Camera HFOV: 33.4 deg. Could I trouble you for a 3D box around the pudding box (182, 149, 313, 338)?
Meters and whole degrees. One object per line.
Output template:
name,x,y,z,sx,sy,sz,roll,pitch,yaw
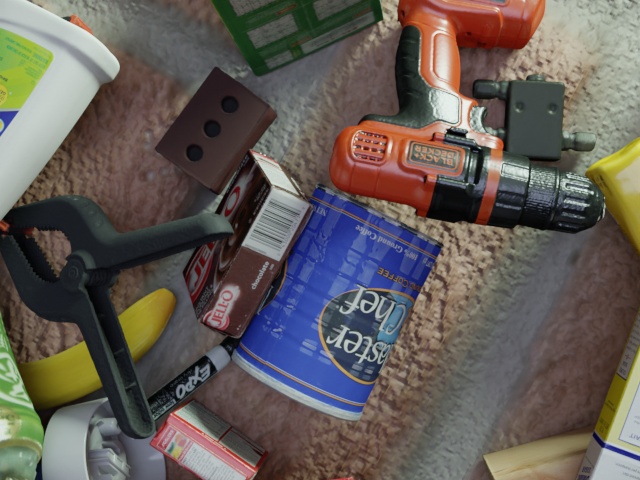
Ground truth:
pudding box,-0.055,0.001,0.764,0.039,0.090,0.113,26,103,-24

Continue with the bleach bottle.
bleach bottle,-0.248,-0.045,0.744,0.103,0.068,0.251,28,83,18

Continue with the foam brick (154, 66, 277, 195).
foam brick,-0.077,-0.081,0.795,0.053,0.051,0.078,36,92,4

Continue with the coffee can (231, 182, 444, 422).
coffee can,0.012,0.044,0.763,0.103,0.103,0.140,26,91,3

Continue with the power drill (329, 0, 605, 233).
power drill,0.110,-0.097,0.740,0.184,0.057,0.187,12,61,1

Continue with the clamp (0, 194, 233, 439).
clamp,-0.157,0.018,0.764,0.210,0.036,0.165,35,103,30

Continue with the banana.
banana,-0.200,0.091,0.811,0.198,0.037,0.069,-13,90,4

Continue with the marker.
marker,-0.096,0.103,0.791,0.121,0.020,0.020,-37,87,-21

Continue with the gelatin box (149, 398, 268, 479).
gelatin box,-0.079,0.152,0.776,0.073,0.089,0.030,34,90,4
